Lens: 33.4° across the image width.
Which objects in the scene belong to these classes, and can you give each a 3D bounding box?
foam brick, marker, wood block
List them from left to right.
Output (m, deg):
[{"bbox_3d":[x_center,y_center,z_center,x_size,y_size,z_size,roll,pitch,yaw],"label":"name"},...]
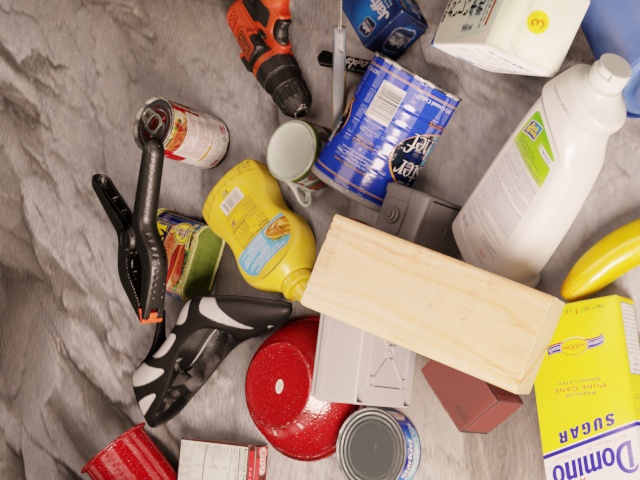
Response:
[{"bbox_3d":[0.043,-0.196,1.200,0.121,0.020,0.020,20,93,39],"label":"marker"},{"bbox_3d":[0.100,0.057,0.954,0.206,0.090,0.090,22,90,20],"label":"wood block"},{"bbox_3d":[0.145,0.140,1.027,0.053,0.051,0.078,-45,56,23],"label":"foam brick"}]

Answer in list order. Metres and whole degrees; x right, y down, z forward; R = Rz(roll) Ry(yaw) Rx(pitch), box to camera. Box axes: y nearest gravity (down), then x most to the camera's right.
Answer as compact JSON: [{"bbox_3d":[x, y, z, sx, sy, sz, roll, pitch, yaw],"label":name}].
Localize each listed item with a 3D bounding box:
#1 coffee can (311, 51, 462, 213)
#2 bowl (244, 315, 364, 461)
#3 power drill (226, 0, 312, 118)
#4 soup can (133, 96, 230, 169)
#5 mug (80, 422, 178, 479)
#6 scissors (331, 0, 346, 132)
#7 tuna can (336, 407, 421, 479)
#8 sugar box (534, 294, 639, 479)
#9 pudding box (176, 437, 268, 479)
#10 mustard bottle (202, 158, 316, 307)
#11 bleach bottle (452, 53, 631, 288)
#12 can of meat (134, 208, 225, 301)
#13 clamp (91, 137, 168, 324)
[{"bbox_3d":[0.068,-0.110,1.109,0.103,0.102,0.140,38,104,37],"label":"coffee can"},{"bbox_3d":[-0.030,0.158,1.159,0.162,0.055,0.162,-9,76,37],"label":"bowl"},{"bbox_3d":[-0.039,-0.257,1.211,0.184,0.057,0.188,59,142,29],"label":"power drill"},{"bbox_3d":[-0.168,-0.129,1.299,0.069,0.102,0.068,-9,75,37],"label":"soup can"},{"bbox_3d":[-0.222,0.279,1.265,0.081,0.093,0.117,50,156,8],"label":"mug"},{"bbox_3d":[0.021,-0.214,1.166,0.016,0.096,0.202,1,92,1],"label":"scissors"},{"bbox_3d":[0.060,0.214,1.090,0.086,0.033,0.086,-9,75,37],"label":"tuna can"},{"bbox_3d":[0.242,0.144,0.954,0.094,0.048,0.176,-16,70,35],"label":"sugar box"},{"bbox_3d":[-0.113,0.272,1.213,0.114,0.039,0.090,-2,79,36],"label":"pudding box"},{"bbox_3d":[-0.058,0.002,1.213,0.096,0.058,0.192,-46,56,16],"label":"mustard bottle"},{"bbox_3d":[0.202,-0.059,0.943,0.102,0.068,0.251,65,149,29],"label":"bleach bottle"},{"bbox_3d":[-0.170,0.020,1.300,0.084,0.057,0.102,18,91,37],"label":"can of meat"},{"bbox_3d":[-0.222,-0.005,1.271,0.165,0.036,0.210,-10,86,54],"label":"clamp"}]
